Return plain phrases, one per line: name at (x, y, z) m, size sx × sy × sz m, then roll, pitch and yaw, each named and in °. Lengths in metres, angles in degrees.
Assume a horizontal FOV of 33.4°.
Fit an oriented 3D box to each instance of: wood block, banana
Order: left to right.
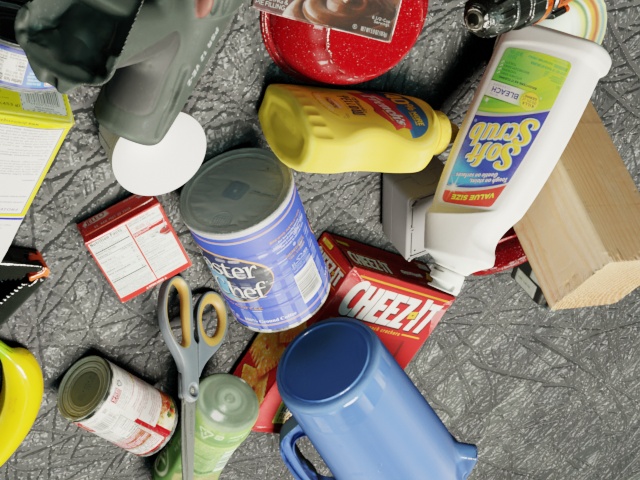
banana at (-0.303, 0.168, 0.993) m, size 0.069 × 0.037 × 0.198 m, roll 17°, pitch 115°, yaw -22°
wood block at (0.237, -0.046, 1.027) m, size 0.090 × 0.206 × 0.090 m, roll -3°, pitch 150°, yaw -32°

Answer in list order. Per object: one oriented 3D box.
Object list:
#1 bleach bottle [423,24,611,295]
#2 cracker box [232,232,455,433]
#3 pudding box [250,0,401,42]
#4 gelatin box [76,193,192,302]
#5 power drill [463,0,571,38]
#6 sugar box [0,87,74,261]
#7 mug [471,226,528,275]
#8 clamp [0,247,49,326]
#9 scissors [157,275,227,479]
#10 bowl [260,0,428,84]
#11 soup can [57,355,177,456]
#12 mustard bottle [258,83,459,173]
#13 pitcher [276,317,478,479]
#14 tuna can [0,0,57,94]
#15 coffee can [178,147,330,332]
bleach bottle at (0.167, -0.067, 0.967) m, size 0.068 × 0.103 × 0.251 m, roll 22°, pitch 91°, yaw -62°
cracker box at (0.020, 0.111, 1.130) m, size 0.163 × 0.072 × 0.214 m, roll 17°, pitch 114°, yaw -42°
pudding box at (0.011, -0.208, 0.818) m, size 0.113 × 0.039 × 0.090 m, roll 14°, pitch 100°, yaw -3°
gelatin box at (-0.164, 0.004, 0.947) m, size 0.073 × 0.030 × 0.089 m, roll -29°, pitch 136°, yaw -7°
power drill at (0.184, -0.271, 0.881) m, size 0.184 × 0.057 × 0.188 m, roll -33°, pitch 139°, yaw -42°
sugar box at (-0.259, -0.049, 0.793) m, size 0.093 × 0.048 × 0.176 m, roll 5°, pitch 143°, yaw -36°
mug at (0.179, -0.016, 1.109) m, size 0.093 × 0.081 × 0.117 m, roll -17°, pitch 157°, yaw -5°
clamp at (-0.329, 0.051, 0.872) m, size 0.209 × 0.036 × 0.164 m, roll -28°, pitch 137°, yaw -14°
scissors at (-0.113, 0.132, 1.011) m, size 0.016 × 0.202 × 0.096 m, roll -12°, pitch 177°, yaw 36°
bowl at (0.033, -0.190, 0.893) m, size 0.162 × 0.055 × 0.162 m, roll -18°, pitch 134°, yaw -20°
soup can at (-0.196, 0.161, 1.032) m, size 0.068 × 0.069 × 0.102 m, roll -43°, pitch 137°, yaw 5°
mustard bottle at (0.047, -0.098, 0.950) m, size 0.191 × 0.096 × 0.058 m, roll -1°, pitch 126°, yaw -34°
pitcher at (0.041, 0.189, 1.073) m, size 0.149 × 0.145 × 0.242 m, roll -48°, pitch 135°, yaw -16°
tuna can at (-0.216, -0.138, 0.749) m, size 0.085 × 0.086 × 0.034 m, roll 4°, pitch 122°, yaw -36°
coffee can at (-0.056, 0.001, 0.962) m, size 0.102 × 0.103 × 0.140 m, roll -30°, pitch 137°, yaw -9°
